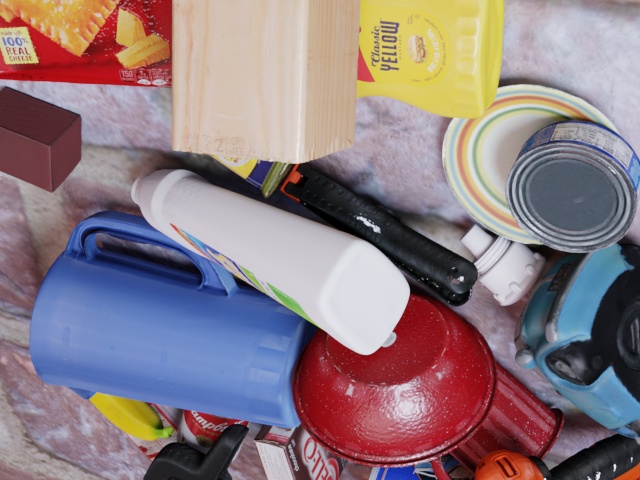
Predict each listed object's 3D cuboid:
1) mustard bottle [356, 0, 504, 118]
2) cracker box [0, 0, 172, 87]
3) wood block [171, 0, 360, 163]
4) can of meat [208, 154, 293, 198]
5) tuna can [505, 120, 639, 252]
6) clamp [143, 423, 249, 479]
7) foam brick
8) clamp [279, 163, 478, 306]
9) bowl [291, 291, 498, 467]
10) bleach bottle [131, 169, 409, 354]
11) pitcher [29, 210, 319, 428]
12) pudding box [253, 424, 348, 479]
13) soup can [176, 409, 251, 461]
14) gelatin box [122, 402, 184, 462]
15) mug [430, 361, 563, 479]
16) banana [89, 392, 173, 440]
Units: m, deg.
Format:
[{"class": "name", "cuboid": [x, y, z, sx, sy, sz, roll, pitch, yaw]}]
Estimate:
[{"class": "mustard bottle", "cuboid": [0.022, -0.139, 0.709, 0.192, 0.058, 0.096, 10, 121, 22]}, {"class": "cracker box", "cuboid": [-0.170, -0.211, 0.727, 0.164, 0.072, 0.214, 5, 131, 11]}, {"class": "wood block", "cuboid": [-0.030, -0.157, 0.643, 0.090, 0.090, 0.206, 8, 104, 22]}, {"class": "can of meat", "cuboid": [-0.049, -0.094, 0.790, 0.084, 0.057, 0.102, 33, 136, 2]}, {"class": "tuna can", "cuboid": [0.168, -0.036, 0.704, 0.086, 0.033, 0.086, 15, 132, 17]}, {"class": "clamp", "cuboid": [-0.093, 0.240, 1.007, 0.210, 0.036, 0.164, -14, 115, 49]}, {"class": "foam brick", "cuboid": [-0.249, -0.087, 0.910, 0.078, 0.051, 0.053, 22, 134, 10]}, {"class": "clamp", "cuboid": [0.049, -0.002, 0.812, 0.172, 0.039, 0.120, 35, 171, 19]}, {"class": "bowl", "cuboid": [0.053, 0.090, 0.813, 0.162, 0.162, 0.055, 10, 139, 21]}, {"class": "bleach bottle", "cuboid": [-0.055, 0.001, 0.827, 0.251, 0.068, 0.102, 24, 167, 39]}, {"class": "pitcher", "cuboid": [-0.120, 0.077, 0.935, 0.243, 0.145, 0.149, 11, 157, 16]}, {"class": "pudding box", "cuboid": [-0.015, 0.196, 0.998, 0.039, 0.090, 0.113, 3, 128, 28]}, {"class": "soup can", "cuboid": [-0.100, 0.170, 1.038, 0.068, 0.068, 0.102, 27, 136, 5]}, {"class": "gelatin box", "cuboid": [-0.169, 0.196, 1.125, 0.073, 0.030, 0.089, -23, 113, 39]}, {"class": "mug", "cuboid": [0.130, 0.155, 0.867, 0.081, 0.117, 0.093, 42, 152, -3]}, {"class": "banana", "cuboid": [-0.217, 0.137, 1.074, 0.198, 0.037, 0.070, 43, 133, 14]}]
